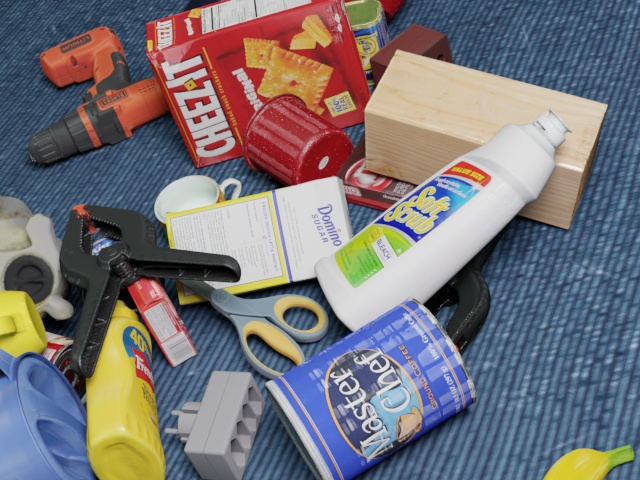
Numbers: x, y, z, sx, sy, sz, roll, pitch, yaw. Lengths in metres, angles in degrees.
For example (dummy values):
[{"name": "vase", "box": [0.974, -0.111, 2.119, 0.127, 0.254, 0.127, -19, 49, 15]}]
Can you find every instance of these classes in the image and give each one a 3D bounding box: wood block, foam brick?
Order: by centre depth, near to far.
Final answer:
[{"name": "wood block", "box": [0.154, -0.098, 1.015, 0.206, 0.091, 0.090, 18, 58, 16]}, {"name": "foam brick", "box": [0.102, -0.197, 1.195, 0.078, 0.053, 0.051, -41, 47, -19]}]

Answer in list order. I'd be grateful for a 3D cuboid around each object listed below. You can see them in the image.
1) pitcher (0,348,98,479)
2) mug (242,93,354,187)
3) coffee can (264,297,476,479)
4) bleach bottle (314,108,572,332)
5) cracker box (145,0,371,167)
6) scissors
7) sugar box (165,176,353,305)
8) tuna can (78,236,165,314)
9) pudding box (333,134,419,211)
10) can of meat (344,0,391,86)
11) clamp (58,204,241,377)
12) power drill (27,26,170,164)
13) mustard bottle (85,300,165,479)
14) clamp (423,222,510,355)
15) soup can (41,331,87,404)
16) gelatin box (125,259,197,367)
[{"name": "pitcher", "box": [-0.322, 0.195, 0.897, 0.243, 0.145, 0.149, -27, 72, 4]}, {"name": "mug", "box": [-0.013, -0.097, 1.127, 0.117, 0.093, 0.082, -9, 34, -45]}, {"name": "coffee can", "box": [0.040, 0.125, 0.867, 0.140, 0.103, 0.103, -30, 44, -10]}, {"name": "bleach bottle", "box": [0.111, -0.023, 0.934, 0.251, 0.068, 0.102, -43, 32, 11]}, {"name": "cracker box", "box": [-0.063, -0.182, 1.164, 0.214, 0.164, 0.072, -15, 42, 6]}, {"name": "scissors", "box": [-0.073, 0.051, 1.003, 0.096, 0.016, 0.202, -34, 64, -23]}, {"name": "sugar box", "box": [-0.057, 0.001, 1.037, 0.176, 0.048, 0.093, -11, 86, 7]}, {"name": "tuna can", "box": [-0.198, 0.037, 1.056, 0.086, 0.086, 0.034, -24, 45, -4]}, {"name": "pudding box", "box": [0.080, -0.081, 1.100, 0.090, 0.039, 0.113, 16, 55, 32]}, {"name": "can of meat", "box": [0.032, -0.223, 1.226, 0.102, 0.084, 0.057, -8, 45, 13]}, {"name": "clamp", "box": [-0.171, 0.020, 0.965, 0.164, 0.036, 0.210, -28, 40, -8]}, {"name": "power drill", "box": [-0.290, -0.181, 1.327, 0.184, 0.057, 0.188, -24, 46, -9]}, {"name": "mustard bottle", "box": [-0.178, 0.126, 0.953, 0.058, 0.096, 0.191, -19, 43, 2]}, {"name": "clamp", "box": [0.108, 0.037, 0.976, 0.120, 0.039, 0.171, -12, 43, 34]}, {"name": "soup can", "box": [-0.272, 0.120, 1.016, 0.102, 0.068, 0.068, 9, 51, 28]}, {"name": "gelatin box", "box": [-0.154, 0.065, 1.009, 0.030, 0.089, 0.073, -29, 44, -8]}]
